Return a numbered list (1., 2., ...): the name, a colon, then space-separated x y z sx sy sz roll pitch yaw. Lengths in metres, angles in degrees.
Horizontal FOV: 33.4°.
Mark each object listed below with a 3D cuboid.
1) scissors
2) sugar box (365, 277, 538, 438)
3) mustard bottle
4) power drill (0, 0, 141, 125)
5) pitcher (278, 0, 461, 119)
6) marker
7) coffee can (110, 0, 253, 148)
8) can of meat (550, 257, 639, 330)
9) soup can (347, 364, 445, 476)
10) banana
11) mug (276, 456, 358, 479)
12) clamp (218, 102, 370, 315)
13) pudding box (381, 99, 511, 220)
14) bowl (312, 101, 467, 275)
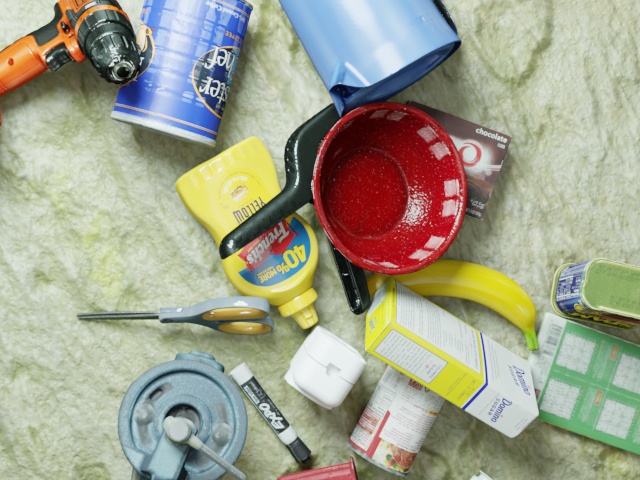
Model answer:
1. scissors: -0.134 0.080 1.064 0.202 0.096 0.016 -8 65 25
2. sugar box: 0.126 0.113 1.034 0.176 0.093 0.048 34 115 -12
3. mustard bottle: -0.057 0.001 1.052 0.096 0.058 0.191 -31 95 -13
4. power drill: -0.255 -0.157 0.984 0.187 0.184 0.057 -34 130 2
5. pitcher: 0.024 -0.250 1.012 0.145 0.149 0.243 -31 87 6
6. marker: -0.048 0.177 1.081 0.020 0.020 0.121 -37 95 -2
7. coffee can: -0.131 -0.169 1.016 0.102 0.103 0.140 16 92 -5
8. can of meat: 0.293 0.053 1.062 0.102 0.084 0.057 12 81 -5
9. soup can: 0.079 0.174 1.066 0.068 0.068 0.102 27 90 -5
10. banana: 0.136 0.053 1.076 0.198 0.037 0.069 16 82 -2
11. mug: 0.003 0.276 1.063 0.081 0.093 0.117 -12 130 1
12. clamp: -0.010 -0.047 1.030 0.164 0.036 0.210 17 74 -28
13. pudding box: 0.123 -0.080 1.070 0.113 0.039 0.090 19 92 -4
14. bowl: 0.057 -0.047 1.008 0.161 0.055 0.162 1 87 -23
